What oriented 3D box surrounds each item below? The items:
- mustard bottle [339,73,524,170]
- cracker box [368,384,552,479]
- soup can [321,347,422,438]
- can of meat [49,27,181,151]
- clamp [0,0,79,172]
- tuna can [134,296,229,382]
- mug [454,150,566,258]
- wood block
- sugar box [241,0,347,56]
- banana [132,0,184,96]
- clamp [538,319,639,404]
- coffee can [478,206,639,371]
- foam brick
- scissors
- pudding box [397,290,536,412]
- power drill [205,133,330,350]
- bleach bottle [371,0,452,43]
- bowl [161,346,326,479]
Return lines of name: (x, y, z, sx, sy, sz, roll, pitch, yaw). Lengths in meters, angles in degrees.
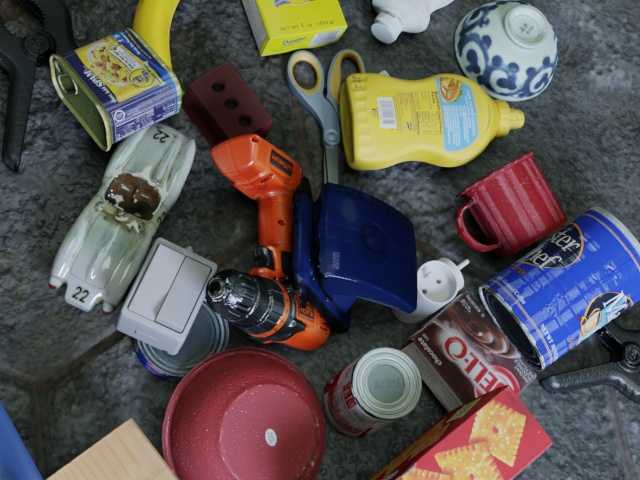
mustard bottle: (0.119, -0.124, 1.099, 0.191, 0.058, 0.096, -3, 75, -13)
cracker box: (0.077, 0.225, 0.931, 0.213, 0.164, 0.072, -33, 81, -23)
soup can: (0.046, 0.142, 0.985, 0.068, 0.102, 0.068, 5, 70, -14)
can of meat: (-0.191, -0.145, 1.000, 0.083, 0.057, 0.102, -30, 64, -25)
clamp: (-0.265, -0.185, 1.047, 0.164, 0.036, 0.210, -21, 82, -23)
tuna can: (-0.130, 0.088, 0.992, 0.086, 0.034, 0.086, 5, 70, -14)
mug: (0.190, -0.029, 1.093, 0.117, 0.093, 0.081, -28, 85, -26)
wood block: (-0.137, 0.263, 0.898, 0.090, 0.090, 0.206, -35, 84, -22)
sugar box: (-0.044, -0.289, 1.140, 0.093, 0.048, 0.176, -14, 78, -23)
banana: (-0.154, -0.241, 1.102, 0.069, 0.037, 0.197, 26, 66, -34)
clamp: (0.306, 0.130, 1.099, 0.171, 0.039, 0.120, 27, 73, 2)
coffee can: (0.243, 0.047, 1.051, 0.140, 0.103, 0.103, -34, 83, -5)
foam brick: (-0.093, -0.127, 1.067, 0.053, 0.051, 0.078, -36, 84, -23)
scissors: (-0.006, -0.118, 1.109, 0.096, 0.016, 0.201, 19, 67, -7)
pudding box: (0.144, 0.120, 1.048, 0.089, 0.039, 0.113, -37, 83, -35)
power drill: (-0.056, 0.001, 0.982, 0.057, 0.184, 0.187, -15, 68, 21)
bleach bottle: (0.140, -0.312, 1.193, 0.102, 0.068, 0.250, 36, 68, -1)
bowl: (-0.057, 0.174, 0.951, 0.161, 0.055, 0.162, 4, 81, -25)
